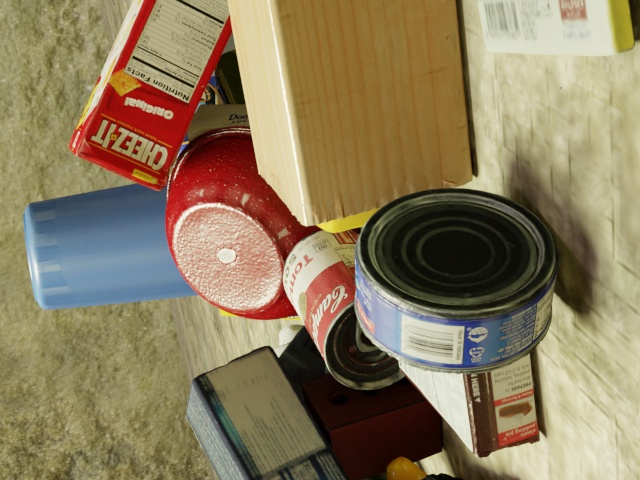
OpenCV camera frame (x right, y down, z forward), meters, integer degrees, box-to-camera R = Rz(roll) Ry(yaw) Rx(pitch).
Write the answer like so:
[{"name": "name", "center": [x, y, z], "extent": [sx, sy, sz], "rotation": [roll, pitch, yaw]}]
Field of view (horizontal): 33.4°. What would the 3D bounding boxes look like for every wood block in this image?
[{"name": "wood block", "center": [0.006, -0.124, 0.503], "extent": [0.090, 0.090, 0.206], "rotation": [-130, 28, -62]}]

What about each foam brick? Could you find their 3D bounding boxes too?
[{"name": "foam brick", "center": [0.034, 0.116, 0.697], "extent": [0.053, 0.078, 0.051], "rotation": [-128, 26, -56]}]

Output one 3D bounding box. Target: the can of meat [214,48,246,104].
[{"name": "can of meat", "center": [-0.053, -0.097, 0.882], "extent": [0.084, 0.057, 0.102], "rotation": [95, 156, -52]}]

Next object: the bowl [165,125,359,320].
[{"name": "bowl", "center": [-0.055, 0.001, 0.776], "extent": [0.055, 0.162, 0.162], "rotation": [-49, -43, -51]}]

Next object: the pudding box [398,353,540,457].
[{"name": "pudding box", "center": [0.069, 0.045, 0.550], "extent": [0.113, 0.039, 0.090], "rotation": [-130, 27, -67]}]

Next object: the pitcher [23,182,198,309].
[{"name": "pitcher", "center": [-0.172, 0.004, 1.089], "extent": [0.145, 0.242, 0.149], "rotation": [-117, 23, -56]}]

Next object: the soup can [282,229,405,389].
[{"name": "soup can", "center": [0.020, 0.041, 0.694], "extent": [0.102, 0.068, 0.068], "rotation": [-125, 23, -59]}]

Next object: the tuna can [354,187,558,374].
[{"name": "tuna can", "center": [0.057, 0.015, 0.454], "extent": [0.086, 0.086, 0.034], "rotation": [-119, 20, -48]}]

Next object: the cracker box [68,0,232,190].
[{"name": "cracker box", "center": [-0.110, -0.149, 0.787], "extent": [0.214, 0.072, 0.164], "rotation": [-66, 16, 0]}]
